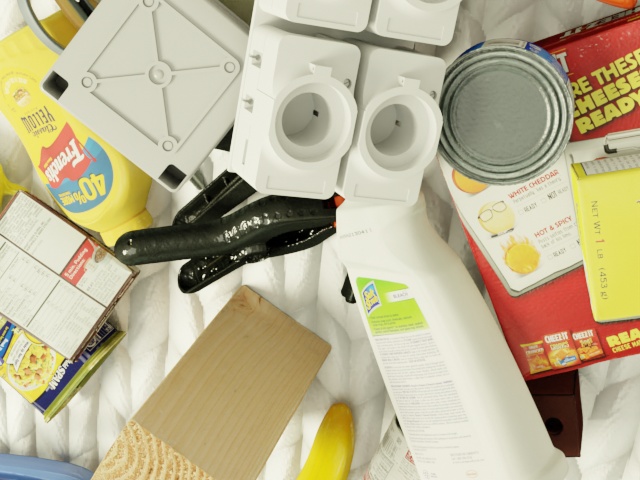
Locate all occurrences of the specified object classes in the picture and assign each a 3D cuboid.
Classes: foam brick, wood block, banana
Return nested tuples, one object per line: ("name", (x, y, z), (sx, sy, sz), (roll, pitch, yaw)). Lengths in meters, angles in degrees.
("foam brick", (0.152, 0.125, 0.789), (0.078, 0.051, 0.053), (-4, 111, 19))
("wood block", (-0.076, 0.130, 0.776), (0.091, 0.205, 0.090), (34, 118, 1))
("banana", (-0.026, 0.212, 0.891), (0.069, 0.037, 0.198), (44, 118, -5))

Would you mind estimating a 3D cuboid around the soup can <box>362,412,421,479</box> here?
("soup can", (0.071, 0.184, 0.831), (0.068, 0.068, 0.102), (25, 117, 6))

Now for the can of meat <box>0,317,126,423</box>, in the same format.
("can of meat", (-0.226, 0.088, 0.890), (0.084, 0.057, 0.102), (42, 118, -1))

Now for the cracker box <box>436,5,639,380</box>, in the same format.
("cracker box", (0.179, -0.029, 0.705), (0.164, 0.072, 0.213), (-17, 105, 21))

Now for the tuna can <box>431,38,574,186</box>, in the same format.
("tuna can", (0.110, -0.078, 0.647), (0.086, 0.033, 0.086), (6, 111, 14))

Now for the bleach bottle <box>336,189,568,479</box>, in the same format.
("bleach bottle", (0.077, 0.058, 0.725), (0.103, 0.067, 0.251), (-15, 99, 47))

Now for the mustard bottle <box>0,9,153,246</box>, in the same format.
("mustard bottle", (-0.180, -0.070, 0.805), (0.096, 0.058, 0.191), (-16, 108, 38))

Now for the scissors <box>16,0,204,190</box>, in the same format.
("scissors", (-0.135, -0.132, 0.781), (0.016, 0.096, 0.201), (-3, 145, 44))

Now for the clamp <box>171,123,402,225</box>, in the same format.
("clamp", (-0.040, -0.060, 0.760), (0.210, 0.036, 0.164), (-6, 147, 5))

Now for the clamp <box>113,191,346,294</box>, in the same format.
("clamp", (-0.055, 0.001, 0.793), (0.171, 0.120, 0.039), (-13, 77, 5))

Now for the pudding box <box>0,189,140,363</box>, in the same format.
("pudding box", (-0.211, 0.028, 0.828), (0.113, 0.039, 0.090), (35, 86, -3))
